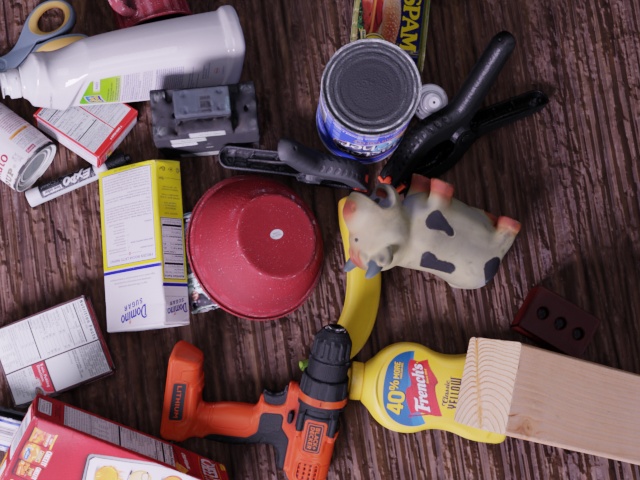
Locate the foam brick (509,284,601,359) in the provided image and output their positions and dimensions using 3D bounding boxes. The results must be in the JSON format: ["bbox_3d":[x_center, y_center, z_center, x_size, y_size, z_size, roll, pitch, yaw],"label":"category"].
[{"bbox_3d":[0.255,0.091,1.160,0.078,0.051,0.053,30,83,2],"label":"foam brick"}]

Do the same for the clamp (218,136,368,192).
[{"bbox_3d":[-0.010,-0.081,1.134,0.171,0.120,0.039,7,90,-30],"label":"clamp"}]

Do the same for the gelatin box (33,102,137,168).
[{"bbox_3d":[-0.258,-0.134,1.175,0.089,0.030,0.073,33,65,4],"label":"gelatin box"}]

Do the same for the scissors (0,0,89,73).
[{"bbox_3d":[-0.353,-0.215,1.199,0.201,0.016,0.096,-9,81,-3],"label":"scissors"}]

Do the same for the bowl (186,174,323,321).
[{"bbox_3d":[-0.057,0.001,1.130,0.161,0.055,0.162,7,75,-26],"label":"bowl"}]

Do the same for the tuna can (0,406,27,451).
[{"bbox_3d":[-0.321,0.198,1.112,0.086,0.086,0.034,16,84,0],"label":"tuna can"}]

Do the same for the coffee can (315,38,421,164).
[{"bbox_3d":[0.049,-0.145,1.139,0.103,0.140,0.103,0,82,-2],"label":"coffee can"}]

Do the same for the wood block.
[{"bbox_3d":[0.252,0.167,1.092,0.205,0.090,0.091,16,82,-25],"label":"wood block"}]

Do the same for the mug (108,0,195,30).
[{"bbox_3d":[-0.195,-0.263,1.164,0.093,0.117,0.081,-25,77,28],"label":"mug"}]

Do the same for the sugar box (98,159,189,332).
[{"bbox_3d":[-0.189,0.007,1.140,0.094,0.048,0.176,-9,84,39],"label":"sugar box"}]

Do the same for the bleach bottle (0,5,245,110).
[{"bbox_3d":[-0.211,-0.187,1.132,0.250,0.103,0.068,-11,67,-17],"label":"bleach bottle"}]

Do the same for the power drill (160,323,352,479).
[{"bbox_3d":[-0.066,0.160,1.113,0.187,0.057,0.184,12,106,3],"label":"power drill"}]

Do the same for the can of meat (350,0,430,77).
[{"bbox_3d":[0.077,-0.238,1.195,0.084,0.057,0.102,6,82,2],"label":"can of meat"}]

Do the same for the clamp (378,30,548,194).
[{"bbox_3d":[0.148,-0.129,1.148,0.210,0.164,0.036,-37,60,3],"label":"clamp"}]

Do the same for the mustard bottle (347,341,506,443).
[{"bbox_3d":[0.106,0.159,1.144,0.191,0.058,0.096,7,85,0],"label":"mustard bottle"}]

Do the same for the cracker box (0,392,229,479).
[{"bbox_3d":[-0.221,0.268,1.068,0.213,0.072,0.164,25,100,-18],"label":"cracker box"}]

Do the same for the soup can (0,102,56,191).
[{"bbox_3d":[-0.348,-0.109,1.159,0.102,0.068,0.068,37,83,3],"label":"soup can"}]

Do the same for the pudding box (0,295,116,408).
[{"bbox_3d":[-0.287,0.120,1.147,0.113,0.039,0.090,-21,83,-6],"label":"pudding box"}]

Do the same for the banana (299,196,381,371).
[{"bbox_3d":[0.033,0.053,1.160,0.069,0.037,0.198,18,78,-21],"label":"banana"}]

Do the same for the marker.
[{"bbox_3d":[-0.266,-0.069,1.181,0.121,0.020,0.020,-23,84,-5],"label":"marker"}]
